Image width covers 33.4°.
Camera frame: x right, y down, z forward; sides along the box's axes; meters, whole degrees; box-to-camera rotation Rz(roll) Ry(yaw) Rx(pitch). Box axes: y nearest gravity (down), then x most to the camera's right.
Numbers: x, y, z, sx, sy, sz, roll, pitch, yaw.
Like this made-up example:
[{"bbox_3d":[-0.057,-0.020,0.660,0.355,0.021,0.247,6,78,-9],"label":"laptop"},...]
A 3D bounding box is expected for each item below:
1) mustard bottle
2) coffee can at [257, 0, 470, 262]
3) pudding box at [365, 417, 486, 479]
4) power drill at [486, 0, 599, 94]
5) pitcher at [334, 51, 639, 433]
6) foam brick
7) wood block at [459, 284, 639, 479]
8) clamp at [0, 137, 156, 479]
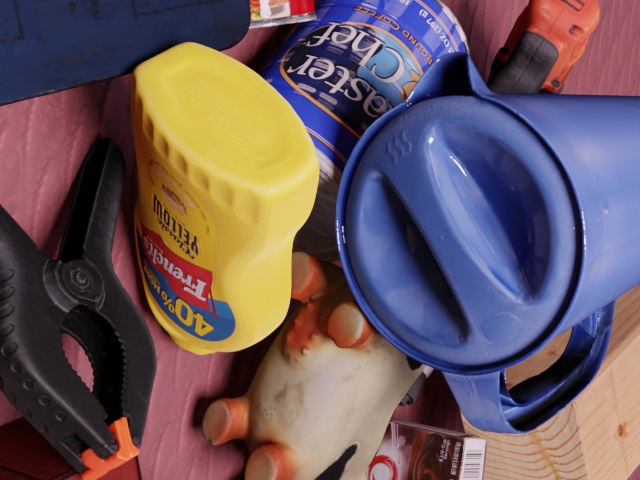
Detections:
[{"bbox_3d":[-0.054,0.001,0.526,0.058,0.096,0.192,-35,156,-29],"label":"mustard bottle"},{"bbox_3d":[0.010,-0.073,0.610,0.140,0.103,0.102,-56,133,-30],"label":"coffee can"},{"bbox_3d":[0.059,0.178,0.710,0.039,0.090,0.113,19,80,-51],"label":"pudding box"},{"bbox_3d":[0.110,-0.070,0.728,0.187,0.057,0.184,-56,171,-18],"label":"power drill"},{"bbox_3d":[0.130,-0.009,0.580,0.242,0.145,0.149,-13,142,-51],"label":"pitcher"},{"bbox_3d":[-0.125,0.117,0.492,0.051,0.078,0.053,-22,109,-46],"label":"foam brick"},{"bbox_3d":[0.195,0.101,0.765,0.205,0.090,0.091,-30,113,-45],"label":"wood block"},{"bbox_3d":[-0.112,0.019,0.480,0.120,0.039,0.171,-15,77,-48],"label":"clamp"}]
